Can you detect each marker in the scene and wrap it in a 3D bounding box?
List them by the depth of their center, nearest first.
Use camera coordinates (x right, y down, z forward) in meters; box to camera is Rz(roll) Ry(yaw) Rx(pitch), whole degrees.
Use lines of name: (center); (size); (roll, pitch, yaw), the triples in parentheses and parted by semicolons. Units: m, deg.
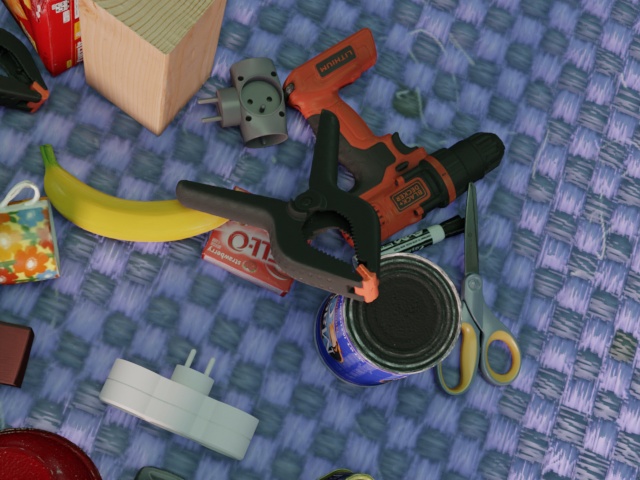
marker: (0.088, 0.003, 1.030); (0.121, 0.020, 0.020); (-22, 83, -14)

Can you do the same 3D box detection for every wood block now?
wood block: (-0.147, -0.180, 0.930); (0.091, 0.206, 0.090); (37, 74, 0)

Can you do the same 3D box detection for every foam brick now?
foam brick: (-0.293, 0.095, 0.925); (0.078, 0.053, 0.051); (12, 76, -6)

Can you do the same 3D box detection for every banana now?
banana: (-0.169, -0.033, 0.970); (0.198, 0.037, 0.070); (14, 99, 1)

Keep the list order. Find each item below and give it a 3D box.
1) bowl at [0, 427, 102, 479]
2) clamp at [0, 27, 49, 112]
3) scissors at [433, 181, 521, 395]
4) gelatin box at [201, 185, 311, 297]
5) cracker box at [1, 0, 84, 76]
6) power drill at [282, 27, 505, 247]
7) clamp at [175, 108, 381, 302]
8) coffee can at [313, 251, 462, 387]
bowl: (-0.258, 0.222, 0.877); (0.162, 0.055, 0.162); (2, 60, -3)
clamp: (-0.320, -0.187, 0.971); (0.171, 0.039, 0.120); (35, 52, -27)
scissors: (0.161, 0.053, 1.018); (0.096, 0.016, 0.202); (16, 86, -14)
gelatin box: (-0.056, 0.001, 0.999); (0.089, 0.030, 0.073); (26, 75, -4)
cracker box: (-0.273, -0.273, 0.950); (0.072, 0.164, 0.214); (-34, 86, -17)
power drill: (0.064, -0.107, 1.030); (0.184, 0.057, 0.187); (-32, 85, -15)
clamp: (-0.005, -0.029, 0.911); (0.164, 0.036, 0.210); (-35, 52, -18)
coffee can: (0.056, 0.074, 0.946); (0.102, 0.140, 0.103); (2, 78, -10)
